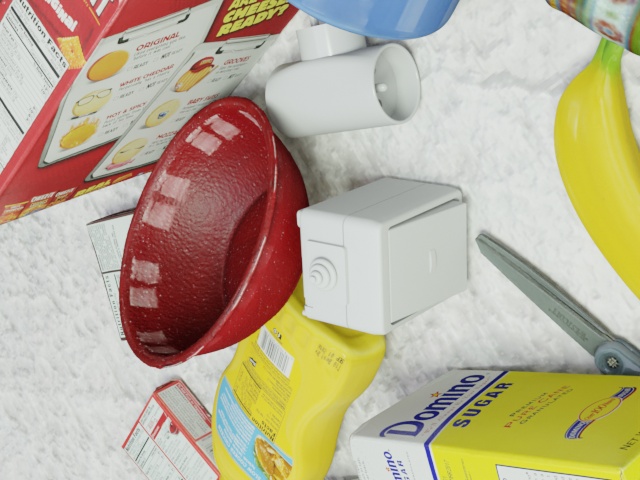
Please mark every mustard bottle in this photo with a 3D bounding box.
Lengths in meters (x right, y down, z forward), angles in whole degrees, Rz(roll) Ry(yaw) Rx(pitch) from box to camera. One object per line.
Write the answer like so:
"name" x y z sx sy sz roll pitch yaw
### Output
"mustard bottle" -0.026 0.108 0.681 0.096 0.058 0.192 45 130 32

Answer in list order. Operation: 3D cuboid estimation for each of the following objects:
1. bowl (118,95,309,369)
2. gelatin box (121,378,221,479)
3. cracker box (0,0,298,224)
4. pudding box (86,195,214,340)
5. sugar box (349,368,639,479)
"bowl" -0.054 0.001 0.620 0.162 0.055 0.162 -29 51 44
"gelatin box" -0.099 0.157 0.781 0.089 0.030 0.073 47 131 18
"cracker box" -0.110 -0.107 0.605 0.072 0.163 0.214 54 132 9
"pudding box" -0.104 0.018 0.730 0.114 0.039 0.090 -10 99 44
"sugar box" 0.104 0.100 0.526 0.177 0.093 0.048 -3 107 50
